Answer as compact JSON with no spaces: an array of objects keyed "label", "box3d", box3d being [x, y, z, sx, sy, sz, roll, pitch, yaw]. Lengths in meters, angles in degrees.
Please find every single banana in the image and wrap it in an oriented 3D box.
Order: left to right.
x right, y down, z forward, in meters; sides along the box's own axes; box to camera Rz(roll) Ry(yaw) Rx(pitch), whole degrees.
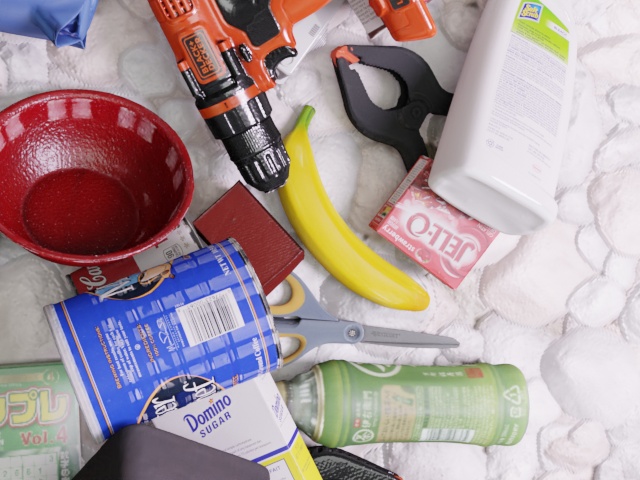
[{"label":"banana","box3d":[0.017,-0.011,0.872,0.069,0.037,0.198,-33,99,-8]}]

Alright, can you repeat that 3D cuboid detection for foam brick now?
[{"label":"foam brick","box3d":[-0.056,0.001,0.840,0.051,0.053,0.078,-42,84,-7]}]

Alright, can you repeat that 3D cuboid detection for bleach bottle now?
[{"label":"bleach bottle","box3d":[0.166,-0.136,0.858,0.102,0.068,0.250,29,66,-21]}]

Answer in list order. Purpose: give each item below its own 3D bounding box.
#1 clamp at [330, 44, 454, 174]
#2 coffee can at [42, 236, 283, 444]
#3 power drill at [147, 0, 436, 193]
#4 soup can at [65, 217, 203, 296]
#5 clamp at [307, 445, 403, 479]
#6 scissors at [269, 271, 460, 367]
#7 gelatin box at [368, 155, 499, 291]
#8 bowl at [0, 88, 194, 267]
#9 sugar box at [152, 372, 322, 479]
[{"label":"clamp","box3d":[0.085,-0.110,0.881,0.120,0.039,0.171,-45,106,-8]},{"label":"coffee can","box3d":[-0.110,0.069,0.752,0.140,0.103,0.103,-21,97,-14]},{"label":"power drill","box3d":[-0.013,-0.146,0.787,0.188,0.057,0.184,-24,107,10]},{"label":"soup can","box3d":[-0.136,0.033,0.827,0.102,0.068,0.068,-28,99,-9]},{"label":"clamp","box3d":[-0.030,0.231,0.877,0.210,0.036,0.164,-2,95,-8]},{"label":"scissors","box3d":[0.016,0.058,0.887,0.201,0.016,0.096,-8,95,-12]},{"label":"gelatin box","box3d":[0.096,-0.013,0.866,0.089,0.030,0.073,37,91,-17]},{"label":"bowl","box3d":[-0.178,-0.036,0.798,0.162,0.055,0.162,8,53,-11]},{"label":"sugar box","box3d":[-0.049,0.189,0.823,0.093,0.048,0.176,-24,94,13]}]
